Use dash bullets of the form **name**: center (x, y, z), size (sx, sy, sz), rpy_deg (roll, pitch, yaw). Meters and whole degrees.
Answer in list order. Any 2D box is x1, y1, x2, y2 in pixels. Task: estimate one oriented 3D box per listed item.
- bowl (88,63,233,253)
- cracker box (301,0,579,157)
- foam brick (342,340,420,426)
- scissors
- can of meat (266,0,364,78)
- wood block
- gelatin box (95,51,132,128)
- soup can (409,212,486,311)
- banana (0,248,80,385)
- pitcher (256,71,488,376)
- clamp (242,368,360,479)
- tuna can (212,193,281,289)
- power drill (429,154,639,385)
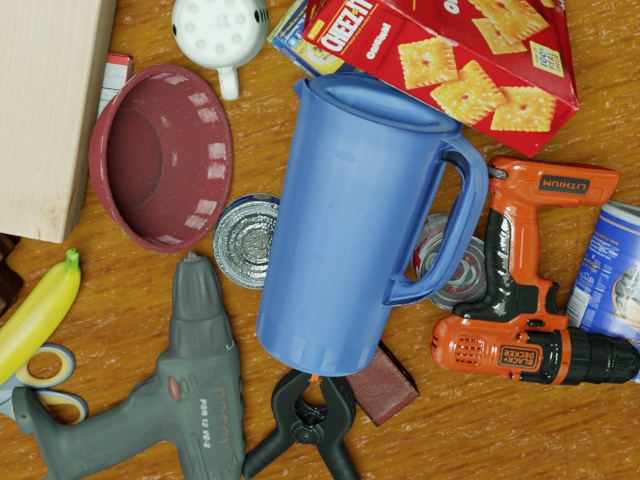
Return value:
- **bowl**: center (-0.147, -0.070, 0.921), size (0.055, 0.161, 0.162), rpy_deg (3, 106, 35)
- **cracker box**: center (0.100, -0.182, 0.858), size (0.213, 0.164, 0.072), rpy_deg (26, 133, -17)
- **foam brick**: center (0.047, 0.124, 1.003), size (0.051, 0.053, 0.078), rpy_deg (-39, 103, 6)
- **scissors**: center (-0.318, 0.133, 1.008), size (0.201, 0.016, 0.096), rpy_deg (11, 101, -5)
- **can of meat**: center (0.015, -0.186, 0.928), size (0.084, 0.057, 0.102), rpy_deg (38, 99, -8)
- **wood block**: center (-0.234, -0.113, 0.885), size (0.090, 0.090, 0.206), rpy_deg (11, 103, -5)
- **gelatin box**: center (-0.209, -0.125, 0.947), size (0.073, 0.030, 0.089), rpy_deg (7, 103, -5)
- **soup can**: center (0.115, 0.017, 0.955), size (0.068, 0.102, 0.068), rpy_deg (-1, 103, -3)
- **banana**: center (-0.278, 0.085, 0.968), size (0.037, 0.069, 0.198), rpy_deg (39, 88, 21)
- **pitcher**: center (0.031, -0.007, 0.889), size (0.144, 0.149, 0.243), rpy_deg (8, 115, -16)
- **clamp**: center (-0.019, 0.175, 0.994), size (0.120, 0.039, 0.171), rpy_deg (2, 119, 6)
- **tuna can**: center (-0.056, 0.001, 0.979), size (0.086, 0.034, 0.086), rpy_deg (0, 103, -2)
- **power drill**: center (0.192, 0.029, 0.883), size (0.184, 0.057, 0.188), rpy_deg (6, 98, -12)
